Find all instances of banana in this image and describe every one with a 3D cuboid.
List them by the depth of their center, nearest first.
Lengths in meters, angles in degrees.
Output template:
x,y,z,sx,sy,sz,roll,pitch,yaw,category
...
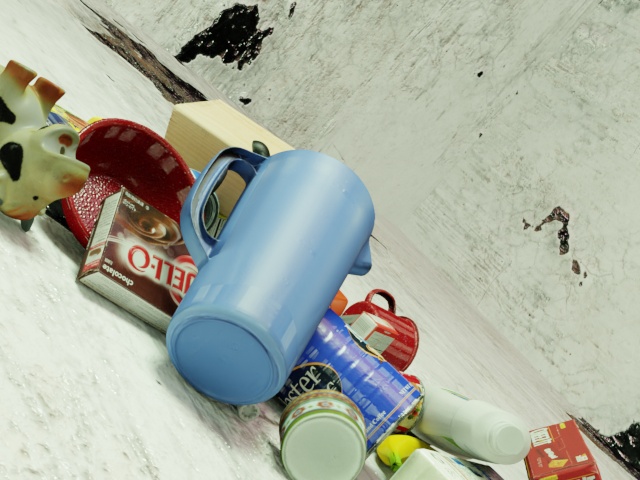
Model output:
x,y,z,sx,sy,sz,roll,pitch,yaw,category
0.116,0.253,1.172,0.197,0.037,0.070,33,25,-44,banana

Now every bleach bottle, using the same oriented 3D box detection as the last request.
x,y,z,sx,sy,sz,roll,pitch,yaw,category
0.166,0.200,1.121,0.102,0.068,0.251,26,-8,-6,bleach bottle

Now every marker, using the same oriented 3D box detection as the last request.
x,y,z,sx,sy,sz,roll,pitch,yaw,category
-0.074,0.128,0.979,0.020,0.020,0.121,38,8,-22,marker

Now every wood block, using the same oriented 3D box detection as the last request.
x,y,z,sx,sy,sz,roll,pitch,yaw,category
-0.092,-0.083,1.308,0.206,0.091,0.090,35,30,26,wood block

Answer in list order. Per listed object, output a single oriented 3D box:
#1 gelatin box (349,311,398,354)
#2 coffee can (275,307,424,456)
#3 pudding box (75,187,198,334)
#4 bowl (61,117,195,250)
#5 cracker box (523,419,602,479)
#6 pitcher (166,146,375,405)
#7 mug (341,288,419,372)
x,y,z,sx,sy,sz,roll,pitch,yaw,category
0.045,0.131,1.300,0.030,0.089,0.073,46,8,27,gelatin box
0.016,0.141,1.044,0.140,0.103,0.102,43,8,11,coffee can
-0.155,0.021,0.954,0.113,0.039,0.090,35,48,-32,pudding box
-0.190,-0.033,1.021,0.161,0.055,0.162,25,52,-37,bowl
0.269,0.312,1.101,0.164,0.072,0.214,-38,111,-83,cracker box
-0.052,0.025,0.959,0.149,0.145,0.242,6,36,17,pitcher
0.076,0.122,1.458,0.081,0.117,0.093,29,-26,-37,mug
